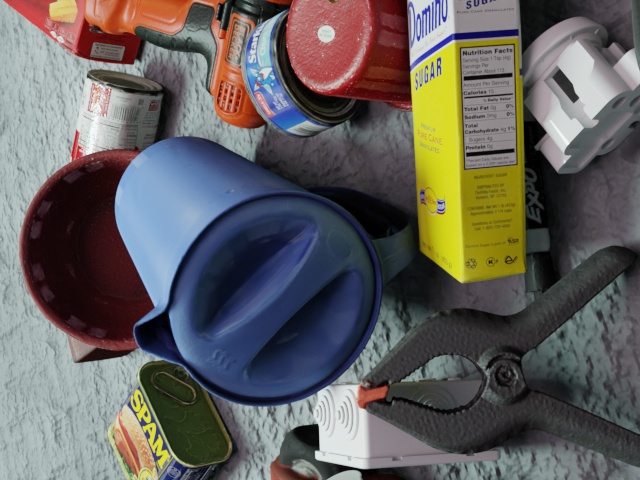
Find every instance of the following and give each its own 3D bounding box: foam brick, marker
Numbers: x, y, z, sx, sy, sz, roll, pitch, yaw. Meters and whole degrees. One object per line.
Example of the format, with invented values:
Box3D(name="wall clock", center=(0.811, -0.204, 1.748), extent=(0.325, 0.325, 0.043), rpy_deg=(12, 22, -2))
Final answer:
Box3D(name="foam brick", center=(-0.185, 0.070, 0.946), extent=(0.078, 0.052, 0.051), rpy_deg=(-34, 67, 41))
Box3D(name="marker", center=(0.124, -0.025, 0.633), extent=(0.020, 0.020, 0.121), rpy_deg=(-11, 83, 47))

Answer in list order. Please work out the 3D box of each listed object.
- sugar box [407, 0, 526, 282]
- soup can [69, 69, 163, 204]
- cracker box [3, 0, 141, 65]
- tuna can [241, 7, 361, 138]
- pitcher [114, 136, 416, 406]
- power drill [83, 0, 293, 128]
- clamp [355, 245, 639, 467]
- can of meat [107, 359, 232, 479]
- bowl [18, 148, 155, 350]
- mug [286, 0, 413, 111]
Box3D(name="sugar box", center=(0.082, -0.072, 0.610), extent=(0.093, 0.048, 0.176), rpy_deg=(-135, 37, -75))
Box3D(name="soup can", center=(-0.178, -0.090, 0.921), extent=(0.069, 0.068, 0.102), rpy_deg=(30, 113, 42))
Box3D(name="cracker box", center=(-0.203, -0.285, 0.938), extent=(0.164, 0.071, 0.214), rpy_deg=(39, 118, 39))
Box3D(name="tuna can", center=(-0.010, -0.115, 0.726), extent=(0.034, 0.085, 0.086), rpy_deg=(-17, 79, 45))
Box3D(name="pitcher", center=(-0.055, 0.001, 0.724), extent=(0.145, 0.149, 0.243), rpy_deg=(-61, 27, 5))
Box3D(name="power drill", center=(-0.092, -0.198, 0.805), extent=(0.188, 0.057, 0.184), rpy_deg=(29, 117, 30))
Box3D(name="clamp", center=(0.105, 0.063, 0.585), extent=(0.039, 0.171, 0.120), rpy_deg=(88, -178, -77))
Box3D(name="can of meat", center=(-0.128, 0.164, 0.887), extent=(0.084, 0.057, 0.102), rpy_deg=(-55, 53, 37))
Box3D(name="bowl", center=(-0.161, 0.007, 0.877), extent=(0.055, 0.162, 0.162), rpy_deg=(-138, 48, -86))
Box3D(name="mug", center=(0.031, -0.142, 0.683), extent=(0.093, 0.081, 0.117), rpy_deg=(-19, 77, 46))
